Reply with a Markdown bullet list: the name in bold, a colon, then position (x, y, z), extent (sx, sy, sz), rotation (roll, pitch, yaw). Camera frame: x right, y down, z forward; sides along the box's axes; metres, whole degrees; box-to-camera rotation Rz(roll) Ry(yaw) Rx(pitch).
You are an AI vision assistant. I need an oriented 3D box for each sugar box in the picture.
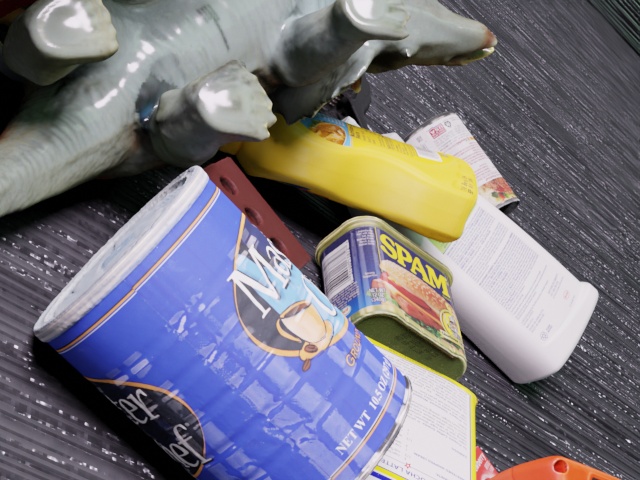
- **sugar box**: position (0.034, 0.126, 0.558), extent (0.093, 0.048, 0.176), rotation (27, 31, -6)

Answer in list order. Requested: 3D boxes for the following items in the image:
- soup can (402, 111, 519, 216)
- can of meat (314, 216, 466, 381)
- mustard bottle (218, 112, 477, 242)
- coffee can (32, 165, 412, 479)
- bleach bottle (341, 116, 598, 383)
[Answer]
- **soup can**: position (0.122, -0.056, 0.961), extent (0.102, 0.069, 0.068), rotation (56, 25, 14)
- **can of meat**: position (0.047, 0.046, 0.703), extent (0.102, 0.058, 0.084), rotation (34, 32, -31)
- **mustard bottle**: position (0.007, -0.057, 0.727), extent (0.191, 0.058, 0.096), rotation (19, 17, -11)
- **coffee can**: position (-0.043, 0.051, 0.484), extent (0.140, 0.103, 0.102), rotation (46, 25, -12)
- **bleach bottle**: position (0.103, -0.004, 0.837), extent (0.250, 0.068, 0.102), rotation (44, 55, -11)
